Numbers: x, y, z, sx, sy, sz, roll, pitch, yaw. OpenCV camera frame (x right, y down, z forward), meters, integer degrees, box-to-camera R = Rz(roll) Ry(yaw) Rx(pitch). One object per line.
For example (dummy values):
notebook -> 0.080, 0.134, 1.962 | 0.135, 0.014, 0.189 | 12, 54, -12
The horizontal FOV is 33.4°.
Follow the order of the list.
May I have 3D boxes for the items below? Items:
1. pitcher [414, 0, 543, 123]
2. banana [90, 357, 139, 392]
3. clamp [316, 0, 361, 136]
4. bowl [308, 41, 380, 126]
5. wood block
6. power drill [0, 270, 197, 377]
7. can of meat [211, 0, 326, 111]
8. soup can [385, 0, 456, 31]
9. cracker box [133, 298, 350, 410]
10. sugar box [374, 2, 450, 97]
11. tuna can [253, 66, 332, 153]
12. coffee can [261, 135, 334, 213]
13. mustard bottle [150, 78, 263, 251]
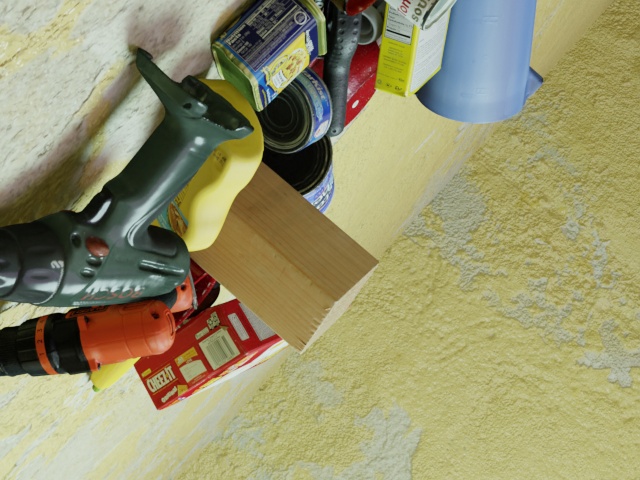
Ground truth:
pitcher -> 0.169, -0.262, 1.187 | 0.149, 0.145, 0.243 | -31, 139, -33
banana -> -0.223, 0.114, 1.316 | 0.198, 0.037, 0.070 | -47, -167, 1
clamp -> 0.016, -0.184, 1.029 | 0.039, 0.120, 0.171 | -7, 156, -10
bowl -> 0.022, -0.174, 1.219 | 0.162, 0.055, 0.162 | -47, 171, -10
wood block -> -0.057, 0.001, 1.068 | 0.090, 0.206, 0.091 | -39, 167, -49
power drill -> -0.201, 0.071, 0.966 | 0.184, 0.057, 0.187 | -9, -167, 11
can of meat -> -0.044, -0.165, 0.915 | 0.084, 0.057, 0.102 | -46, 170, -8
soup can -> 0.079, -0.253, 0.998 | 0.068, 0.102, 0.068 | -48, 172, -10
cracker box -> -0.090, 0.110, 1.261 | 0.164, 0.072, 0.213 | -35, 171, 35
sugar box -> 0.102, -0.245, 1.103 | 0.093, 0.048, 0.176 | -45, 148, -47
tuna can -> -0.033, -0.128, 1.033 | 0.033, 0.086, 0.086 | -37, 165, -48
coffee can -> -0.036, -0.077, 1.182 | 0.102, 0.103, 0.140 | -48, 171, -8
mustard bottle -> -0.114, -0.047, 0.952 | 0.058, 0.096, 0.192 | -6, 146, -34
